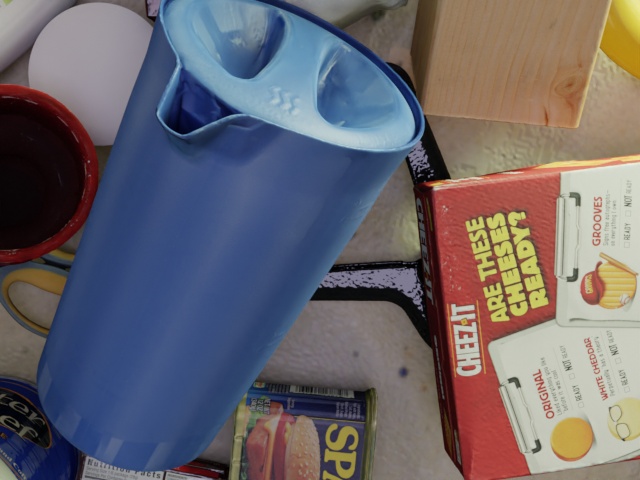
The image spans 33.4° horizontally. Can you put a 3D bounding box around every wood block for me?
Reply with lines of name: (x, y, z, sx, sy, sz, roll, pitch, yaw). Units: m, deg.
wood block: (0.109, -0.174, 0.563, 0.091, 0.090, 0.206, 5, 123, -3)

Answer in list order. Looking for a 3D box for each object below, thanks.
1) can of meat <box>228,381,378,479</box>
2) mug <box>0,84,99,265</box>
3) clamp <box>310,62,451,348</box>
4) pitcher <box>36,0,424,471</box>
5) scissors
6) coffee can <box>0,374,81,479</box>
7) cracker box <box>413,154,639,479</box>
can of meat: (-0.012, 0.138, 0.647, 0.084, 0.057, 0.102, 5, 94, 0)
mug: (-0.177, -0.020, 0.580, 0.093, 0.082, 0.117, 29, 75, -12)
clamp: (0.064, 0.019, 0.648, 0.210, 0.036, 0.164, 40, 99, -5)
pitcher: (-0.054, 0.001, 0.553, 0.149, 0.145, 0.243, 15, 124, -24)
scissors: (-0.203, -0.009, 0.624, 0.201, 0.016, 0.096, 32, 84, -19)
coffee can: (-0.198, 0.140, 0.597, 0.103, 0.140, 0.103, 0, 95, -2)
cracker box: (0.169, 0.035, 0.601, 0.213, 0.072, 0.164, -7, 95, -4)
